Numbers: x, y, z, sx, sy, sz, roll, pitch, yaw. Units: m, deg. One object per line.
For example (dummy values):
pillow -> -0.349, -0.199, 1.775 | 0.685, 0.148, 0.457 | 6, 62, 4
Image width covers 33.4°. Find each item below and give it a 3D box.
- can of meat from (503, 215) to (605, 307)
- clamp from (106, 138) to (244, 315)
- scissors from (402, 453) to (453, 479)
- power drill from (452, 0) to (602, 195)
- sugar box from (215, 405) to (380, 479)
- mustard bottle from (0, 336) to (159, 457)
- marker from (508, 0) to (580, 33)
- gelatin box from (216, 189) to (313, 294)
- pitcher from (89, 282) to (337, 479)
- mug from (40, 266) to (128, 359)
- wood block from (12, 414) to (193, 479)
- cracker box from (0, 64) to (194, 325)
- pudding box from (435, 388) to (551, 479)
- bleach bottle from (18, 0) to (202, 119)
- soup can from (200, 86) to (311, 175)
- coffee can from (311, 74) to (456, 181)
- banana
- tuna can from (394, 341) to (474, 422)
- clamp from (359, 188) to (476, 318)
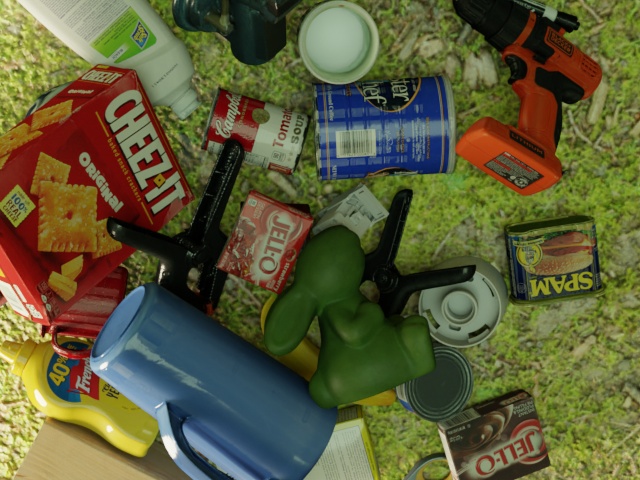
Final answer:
can of meat -> 0.253, 0.021, 1.164 | 0.102, 0.057, 0.084 | -8, 101, 0
clamp -> -0.143, 0.009, 1.103 | 0.164, 0.036, 0.210 | -31, 143, -30
scissors -> 0.079, 0.287, 1.245 | 0.201, 0.016, 0.096 | 8, 102, -4
power drill -> 0.194, -0.153, 1.066 | 0.184, 0.057, 0.187 | 29, 59, -16
sugar box -> -0.026, 0.256, 1.220 | 0.176, 0.048, 0.093 | -14, 103, 6
mustard bottle -> -0.259, 0.157, 1.163 | 0.191, 0.096, 0.058 | 26, 134, -6
marker -> 0.215, -0.245, 1.117 | 0.121, 0.020, 0.020 | 20, 102, -7
gelatin box -> -0.057, 0.001, 1.109 | 0.073, 0.030, 0.089 | 24, 101, -8
pitcher -> -0.112, 0.158, 1.087 | 0.242, 0.149, 0.145 | 38, 85, -19
mug -> -0.252, 0.073, 1.137 | 0.081, 0.117, 0.093 | 8, 142, -9
wood block -> -0.226, 0.268, 1.194 | 0.206, 0.090, 0.091 | 29, 101, -8
cracker box -> -0.240, -0.047, 1.044 | 0.213, 0.072, 0.164 | -44, 130, -30
pudding box -> 0.197, 0.231, 1.216 | 0.113, 0.039, 0.090 | -19, 103, -5
bleach bottle -> -0.223, -0.220, 1.089 | 0.102, 0.068, 0.250 | -41, 104, 8
soup can -> -0.068, -0.113, 1.115 | 0.102, 0.068, 0.068 | 16, 103, -5
coffee can -> 0.063, -0.115, 1.101 | 0.140, 0.103, 0.103 | -4, 104, -1
banana -> -0.003, 0.129, 1.185 | 0.070, 0.037, 0.197 | -34, 109, 34
tuna can -> 0.126, 0.157, 1.190 | 0.086, 0.034, 0.086 | -3, 97, -23
clamp -> 0.083, 0.043, 1.155 | 0.120, 0.039, 0.172 | 45, 112, 22
